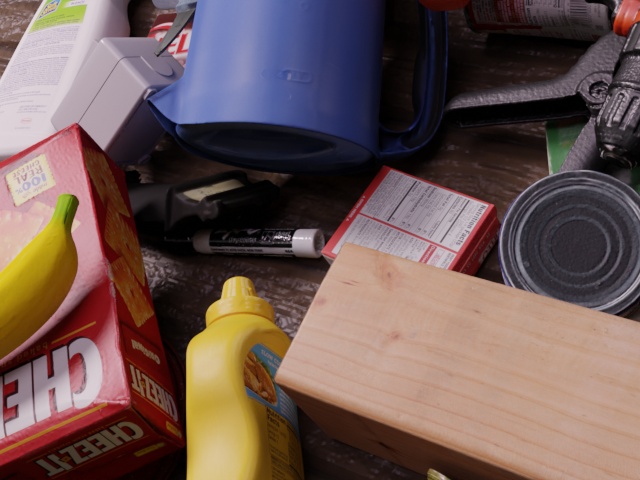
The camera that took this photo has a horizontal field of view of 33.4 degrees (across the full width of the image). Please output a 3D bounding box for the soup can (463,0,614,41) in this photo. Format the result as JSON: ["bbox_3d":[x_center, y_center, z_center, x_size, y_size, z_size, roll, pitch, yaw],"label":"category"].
[{"bbox_3d":[0.152,-0.166,0.696,0.102,0.068,0.068,11,65,30],"label":"soup can"}]

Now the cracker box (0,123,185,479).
[{"bbox_3d":[-0.186,0.053,0.643,0.164,0.072,0.214,-26,52,9],"label":"cracker box"}]

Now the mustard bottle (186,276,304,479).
[{"bbox_3d":[-0.042,0.104,0.596,0.058,0.096,0.191,-17,54,16],"label":"mustard bottle"}]

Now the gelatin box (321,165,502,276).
[{"bbox_3d":[0.057,0.001,0.659,0.089,0.030,0.073,24,71,35],"label":"gelatin box"}]

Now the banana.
[{"bbox_3d":[-0.205,0.052,0.587,0.198,0.037,0.070,-34,35,0],"label":"banana"}]

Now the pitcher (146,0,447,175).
[{"bbox_3d":[-0.006,-0.167,0.695,0.145,0.149,0.243,1,80,37],"label":"pitcher"}]

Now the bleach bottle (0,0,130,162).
[{"bbox_3d":[-0.196,-0.151,0.859,0.103,0.068,0.250,-1,57,25],"label":"bleach bottle"}]

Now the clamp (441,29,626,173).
[{"bbox_3d":[0.166,-0.069,0.628,0.172,0.039,0.120,-26,64,14],"label":"clamp"}]

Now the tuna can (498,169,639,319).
[{"bbox_3d":[0.139,0.006,0.577,0.086,0.033,0.086,-3,77,13],"label":"tuna can"}]

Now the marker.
[{"bbox_3d":[-0.055,0.001,0.719,0.121,0.020,0.020,1,60,27],"label":"marker"}]

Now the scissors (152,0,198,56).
[{"bbox_3d":[-0.112,-0.174,0.805,0.096,0.016,0.201,-3,30,27],"label":"scissors"}]

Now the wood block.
[{"bbox_3d":[0.093,0.082,0.549,0.206,0.090,0.090,16,67,32],"label":"wood block"}]
